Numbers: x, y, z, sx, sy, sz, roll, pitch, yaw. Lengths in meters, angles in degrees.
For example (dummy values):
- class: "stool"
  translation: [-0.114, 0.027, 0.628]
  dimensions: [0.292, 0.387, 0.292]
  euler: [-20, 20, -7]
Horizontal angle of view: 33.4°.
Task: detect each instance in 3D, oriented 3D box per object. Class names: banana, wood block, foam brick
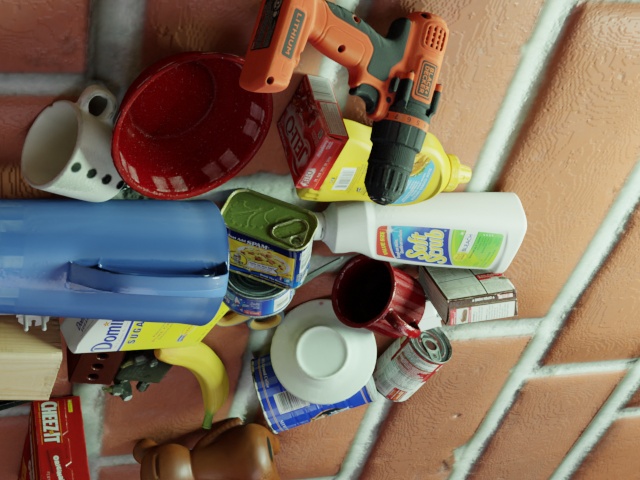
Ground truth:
- class: "banana"
  translation: [-0.154, 0.166, 1.347]
  dimensions: [0.037, 0.069, 0.197]
  euler: [6, 145, 23]
- class: "wood block"
  translation: [-0.398, 0.115, 1.174]
  dimensions: [0.205, 0.091, 0.090]
  euler: [5, 137, -24]
- class: "foam brick"
  translation: [-0.267, 0.130, 1.269]
  dimensions: [0.052, 0.051, 0.078]
  euler: [6, 138, -25]

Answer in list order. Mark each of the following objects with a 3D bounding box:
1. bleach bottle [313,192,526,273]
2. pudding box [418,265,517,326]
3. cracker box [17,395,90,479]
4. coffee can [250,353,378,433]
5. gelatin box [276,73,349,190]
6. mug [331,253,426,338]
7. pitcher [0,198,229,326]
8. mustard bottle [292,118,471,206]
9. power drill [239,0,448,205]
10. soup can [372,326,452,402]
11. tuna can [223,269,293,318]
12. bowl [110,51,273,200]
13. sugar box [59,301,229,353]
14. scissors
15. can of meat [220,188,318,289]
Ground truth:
- class: "bleach bottle"
  translation: [0.101, -0.010, 1.217]
  dimensions: [0.250, 0.068, 0.103]
  euler: [0, 141, -15]
- class: "pudding box"
  translation: [0.176, 0.056, 1.283]
  dimensions: [0.090, 0.113, 0.039]
  euler: [-8, 115, -10]
- class: "cracker box"
  translation: [-0.352, 0.330, 1.399]
  dimensions: [0.072, 0.164, 0.214]
  euler: [-1, 140, -22]
- class: "coffee can"
  translation: [-0.008, 0.180, 1.381]
  dimensions: [0.140, 0.103, 0.102]
  euler: [-19, 142, 4]
- class: "gelatin box"
  translation: [-0.009, -0.105, 1.036]
  dimensions: [0.030, 0.089, 0.073]
  euler: [7, 137, -27]
- class: "mug"
  translation: [0.080, 0.076, 1.277]
  dimensions: [0.081, 0.117, 0.093]
  euler: [26, 104, -47]
- class: "pitcher"
  translation: [-0.216, 0.020, 1.050]
  dimensions: [0.242, 0.145, 0.149]
  euler: [2, 148, -31]
- class: "mustard bottle"
  translation: [0.073, -0.078, 1.124]
  dimensions: [0.191, 0.058, 0.096]
  euler: [4, 137, -23]
- class: "power drill"
  translation: [0.023, -0.140, 0.959]
  dimensions: [0.187, 0.184, 0.057]
  euler: [18, 173, -32]
- class: "soup can"
  translation: [0.120, 0.163, 1.434]
  dimensions: [0.068, 0.068, 0.102]
  euler: [12, 135, -31]
- class: "tuna can"
  translation: [-0.072, 0.044, 1.203]
  dimensions: [0.086, 0.086, 0.034]
  euler: [-6, 140, -12]
- class: "bowl"
  translation: [-0.127, -0.117, 0.989]
  dimensions: [0.162, 0.055, 0.162]
  euler: [-21, 139, -19]
- class: "sugar box"
  translation: [-0.194, 0.084, 1.207]
  dimensions: [0.175, 0.048, 0.093]
  euler: [-1, 142, -46]
- class: "scissors"
  translation: [-0.037, 0.068, 1.278]
  dimensions: [0.202, 0.016, 0.096]
  euler: [-22, 150, 24]
- class: "can of meat"
  translation: [-0.057, 0.001, 1.154]
  dimensions: [0.102, 0.057, 0.084]
  euler: [20, 144, 9]
